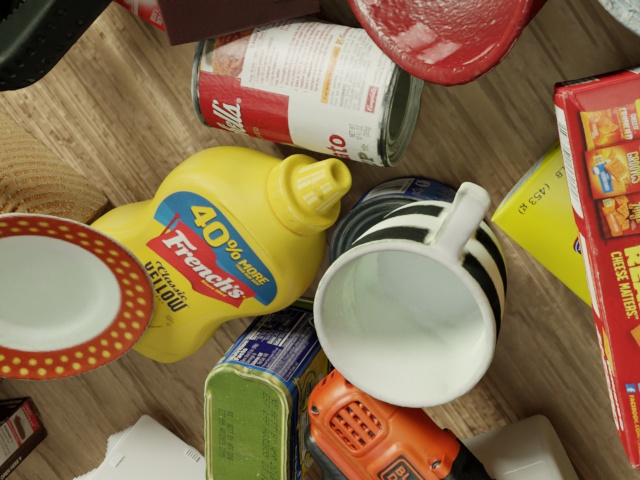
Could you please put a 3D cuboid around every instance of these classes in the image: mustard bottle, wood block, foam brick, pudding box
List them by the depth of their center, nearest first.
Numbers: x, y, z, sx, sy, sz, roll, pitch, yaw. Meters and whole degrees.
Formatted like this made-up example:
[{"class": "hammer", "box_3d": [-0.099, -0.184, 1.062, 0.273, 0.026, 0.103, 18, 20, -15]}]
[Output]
[{"class": "foam brick", "box_3d": [-0.044, -0.135, 0.505, 0.078, 0.051, 0.053, -14, 143, -5]}, {"class": "mustard bottle", "box_3d": [-0.054, 0.001, 0.585, 0.192, 0.058, 0.096, -28, 106, 41]}, {"class": "wood block", "box_3d": [-0.230, 0.033, 0.675, 0.091, 0.090, 0.206, 38, 123, 1]}, {"class": "pudding box", "box_3d": [-0.264, 0.152, 0.748, 0.114, 0.090, 0.039, -8, 113, 25]}]

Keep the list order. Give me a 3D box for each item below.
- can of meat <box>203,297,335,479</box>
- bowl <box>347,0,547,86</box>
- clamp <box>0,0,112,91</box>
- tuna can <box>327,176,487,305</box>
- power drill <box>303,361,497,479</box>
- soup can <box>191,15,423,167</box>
[{"class": "can of meat", "box_3d": [-0.027, 0.096, 0.623, 0.057, 0.083, 0.102, 11, 118, 18]}, {"class": "bowl", "box_3d": [0.059, -0.149, 0.445, 0.162, 0.055, 0.162, 47, 148, 42]}, {"class": "clamp", "box_3d": [-0.173, -0.123, 0.545, 0.210, 0.036, 0.164, -18, 65, 37]}, {"class": "tuna can", "box_3d": [0.050, 0.009, 0.578, 0.086, 0.033, 0.086, 9, 118, 18]}, {"class": "power drill", "box_3d": [0.019, 0.178, 0.558, 0.188, 0.057, 0.184, -42, 89, 15]}, {"class": "soup can", "box_3d": [-0.005, -0.080, 0.537, 0.102, 0.068, 0.068, 14, 119, 16]}]
